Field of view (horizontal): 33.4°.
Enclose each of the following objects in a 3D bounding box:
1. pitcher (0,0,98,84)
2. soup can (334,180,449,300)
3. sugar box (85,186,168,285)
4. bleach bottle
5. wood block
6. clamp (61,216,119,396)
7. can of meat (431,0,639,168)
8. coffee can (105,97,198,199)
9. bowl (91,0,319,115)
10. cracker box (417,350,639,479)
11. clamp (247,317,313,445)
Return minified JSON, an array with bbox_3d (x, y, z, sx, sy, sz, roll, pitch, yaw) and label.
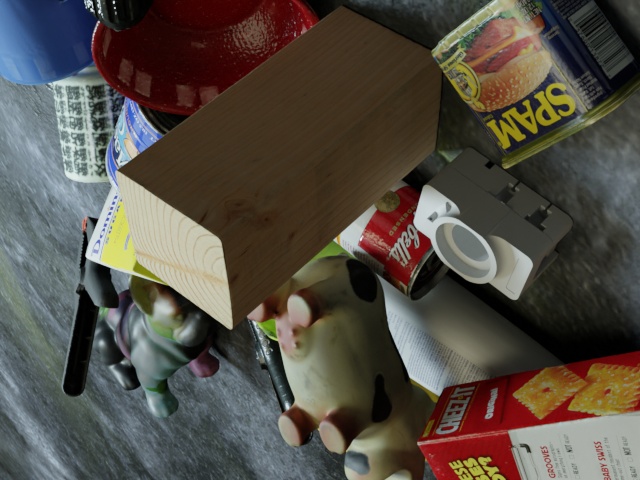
[{"bbox_3d":[-0.250,-0.247,0.867,0.243,0.145,0.149,76,180,-45],"label":"pitcher"},{"bbox_3d":[0.049,-0.012,0.788,0.102,0.068,0.068,38,149,21],"label":"soup can"},{"bbox_3d":[-0.176,-0.013,1.040,0.048,0.093,0.176,24,172,-28],"label":"sugar box"},{"bbox_3d":[0.134,0.105,0.820,0.251,0.068,0.103,35,149,19],"label":"bleach bottle"},{"bbox_3d":[-0.020,-0.052,0.692,0.091,0.205,0.090,33,148,26],"label":"wood block"},{"bbox_3d":[-0.249,0.045,1.179,0.036,0.210,0.165,13,139,-21],"label":"clamp"},{"bbox_3d":[0.120,-0.099,0.599,0.084,0.057,0.102,54,150,-4],"label":"can of meat"},{"bbox_3d":[-0.117,-0.091,0.887,0.103,0.102,0.140,47,151,3],"label":"coffee can"},{"bbox_3d":[-0.081,-0.155,0.756,0.162,0.162,0.055,114,153,-59],"label":"bowl"},{"bbox_3d":[0.199,0.161,0.714,0.214,0.072,0.164,-16,113,34],"label":"cracker box"},{"bbox_3d":[-0.042,0.118,1.041,0.120,0.039,0.171,94,159,-56],"label":"clamp"}]
